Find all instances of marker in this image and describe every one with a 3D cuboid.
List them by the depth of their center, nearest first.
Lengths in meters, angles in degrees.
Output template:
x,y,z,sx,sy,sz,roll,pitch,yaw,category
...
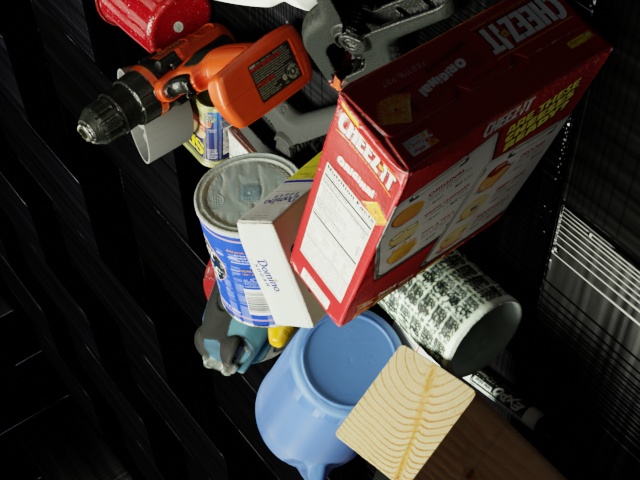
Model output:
x,y,z,sx,sy,sz,roll,pitch,yaw,category
0.165,0.139,0.911,0.121,0.020,0.020,37,148,44,marker

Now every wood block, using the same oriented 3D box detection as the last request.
x,y,z,sx,sy,sz,roll,pitch,yaw,category
0.119,0.184,0.865,0.090,0.091,0.206,30,169,49,wood block

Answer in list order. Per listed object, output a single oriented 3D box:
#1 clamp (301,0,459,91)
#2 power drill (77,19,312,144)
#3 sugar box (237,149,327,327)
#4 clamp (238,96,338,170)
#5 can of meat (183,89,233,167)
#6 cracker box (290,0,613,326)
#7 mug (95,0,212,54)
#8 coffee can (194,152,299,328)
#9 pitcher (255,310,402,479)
x,y,z,sx,sy,sz,roll,pitch,yaw,category
0.019,-0.164,0.777,0.120,0.039,0.172,32,156,-5,clamp
-0.112,-0.142,0.965,0.188,0.184,0.057,12,136,49,power drill
0.014,-0.019,0.832,0.048,0.176,0.093,3,122,43,sugar box
-0.019,-0.098,0.988,0.210,0.036,0.164,40,150,32,clamp
-0.122,-0.142,1.127,0.102,0.057,0.084,46,151,28,can of meat
0.072,-0.050,0.691,0.072,0.164,0.214,51,156,16,cracker box
-0.156,-0.243,1.053,0.082,0.093,0.117,43,116,26,mug
-0.057,0.001,1.015,0.103,0.102,0.140,43,156,35,coffee can
0.010,0.139,1.077,0.149,0.144,0.243,48,160,10,pitcher
